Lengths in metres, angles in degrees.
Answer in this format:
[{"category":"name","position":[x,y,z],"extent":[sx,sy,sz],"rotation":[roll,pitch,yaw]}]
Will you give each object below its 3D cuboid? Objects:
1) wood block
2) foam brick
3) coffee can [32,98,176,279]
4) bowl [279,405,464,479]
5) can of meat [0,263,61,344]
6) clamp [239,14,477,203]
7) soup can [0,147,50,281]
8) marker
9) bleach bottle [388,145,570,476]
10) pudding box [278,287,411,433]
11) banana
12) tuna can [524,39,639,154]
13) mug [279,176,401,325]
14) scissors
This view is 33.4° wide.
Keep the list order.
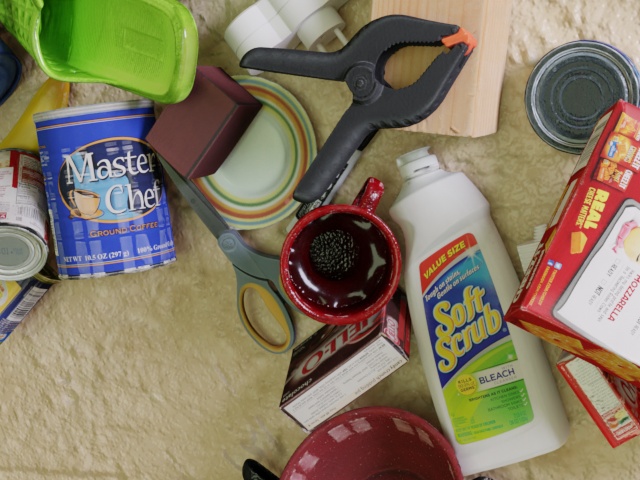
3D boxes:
[{"category":"wood block","position":[0.092,-0.185,0.795],"extent":[0.091,0.090,0.206],"rotation":[9,101,20]},{"category":"foam brick","position":[-0.095,-0.097,0.875],"extent":[0.051,0.053,0.078],"rotation":[41,108,11]},{"category":"coffee can","position":[-0.183,-0.045,0.911],"extent":[0.103,0.102,0.140],"rotation":[-5,96,21]},{"category":"bowl","position":[0.045,0.215,0.835],"extent":[0.162,0.055,0.162],"rotation":[-13,58,22]},{"category":"can of meat","position":[-0.305,0.034,0.981],"extent":[0.102,0.057,0.084],"rotation":[41,91,10]},{"category":"clamp","position":[0.024,-0.117,0.762],"extent":[0.172,0.039,0.120],"rotation":[-32,90,16]},{"category":"soup can","position":[-0.269,-0.023,0.929],"extent":[0.068,0.102,0.068],"rotation":[-5,134,-6]},{"category":"marker","position":[0.011,-0.052,0.883],"extent":[0.020,0.020,0.121],"rotation":[38,109,11]},{"category":"bleach bottle","position":[0.109,0.051,0.841],"extent":[0.103,0.068,0.251],"rotation":[-21,88,20]},{"category":"pudding box","position":[0.022,0.092,0.861],"extent":[0.039,0.090,0.114],"rotation":[44,113,-13]},{"category":"banana","position":[-0.298,-0.080,0.984],"extent":[0.198,0.037,0.069],"rotation":[-27,90,22]},{"category":"tuna can","position":[0.197,-0.107,0.798],"extent":[0.086,0.033,0.086],"rotation":[3,99,20]},{"category":"mug","position":[0.018,0.003,0.846],"extent":[0.093,0.081,0.117],"rotation":[23,95,-5]},{"category":"scissors","position":[-0.056,0.001,0.899],"extent":[0.096,0.016,0.202],"rotation":[-19,103,15]}]
